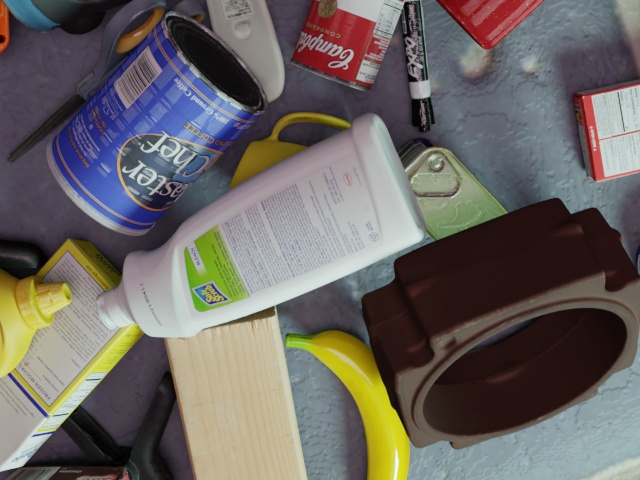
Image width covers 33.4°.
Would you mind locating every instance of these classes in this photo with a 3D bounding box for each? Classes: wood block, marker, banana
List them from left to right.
[{"bbox_3d":[-0.065,0.155,0.888,0.091,0.090,0.206,-10,104,-2],"label":"wood block"},{"bbox_3d":[0.039,0.152,0.923,0.070,0.037,0.198,-21,103,16],"label":"banana"},{"bbox_3d":[0.077,-0.147,0.861,0.020,0.020,0.121,-8,104,-2],"label":"marker"}]

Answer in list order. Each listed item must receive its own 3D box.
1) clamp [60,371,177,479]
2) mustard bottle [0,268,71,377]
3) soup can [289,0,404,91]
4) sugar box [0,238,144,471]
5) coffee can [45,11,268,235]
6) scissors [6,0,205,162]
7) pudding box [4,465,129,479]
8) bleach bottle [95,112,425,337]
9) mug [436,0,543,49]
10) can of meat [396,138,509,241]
[{"bbox_3d":[-0.159,0.187,0.912,0.120,0.039,0.171,-13,108,19],"label":"clamp"},{"bbox_3d":[-0.284,0.068,0.829,0.192,0.058,0.096,-17,95,8],"label":"mustard bottle"},{"bbox_3d":[0.025,-0.174,0.825,0.068,0.068,0.102,19,102,-8],"label":"soup can"},{"bbox_3d":[-0.225,0.093,0.871,0.093,0.048,0.176,46,100,14],"label":"sugar box"},{"bbox_3d":[-0.123,-0.087,0.806,0.102,0.102,0.140,43,110,-12],"label":"coffee can"},{"bbox_3d":[-0.177,-0.127,0.818,0.202,0.096,0.016,-34,78,2],"label":"scissors"},{"bbox_3d":[-0.207,0.237,0.902,0.114,0.039,0.090,-3,110,24],"label":"pudding box"},{"bbox_3d":[-0.055,0.001,0.785,0.251,0.068,0.102,-22,92,14],"label":"bleach bottle"},{"bbox_3d":[0.123,-0.206,0.808,0.081,0.093,0.117,-43,134,11],"label":"mug"},{"bbox_3d":[0.100,-0.033,0.856,0.057,0.084,0.102,-44,102,7],"label":"can of meat"}]
